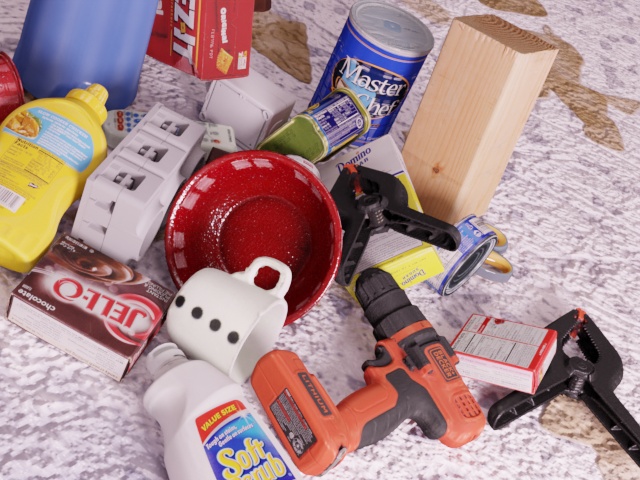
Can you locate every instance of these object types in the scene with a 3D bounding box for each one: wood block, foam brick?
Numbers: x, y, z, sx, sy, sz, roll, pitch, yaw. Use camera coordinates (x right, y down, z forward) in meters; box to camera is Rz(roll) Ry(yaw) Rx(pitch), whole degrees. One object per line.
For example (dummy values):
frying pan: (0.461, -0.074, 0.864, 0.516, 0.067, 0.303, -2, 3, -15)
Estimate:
wood block: (0.162, -0.130, 1.154, 0.091, 0.206, 0.090, 36, 31, 26)
foam brick: (-0.094, -0.045, 1.046, 0.053, 0.051, 0.078, 19, 38, -11)

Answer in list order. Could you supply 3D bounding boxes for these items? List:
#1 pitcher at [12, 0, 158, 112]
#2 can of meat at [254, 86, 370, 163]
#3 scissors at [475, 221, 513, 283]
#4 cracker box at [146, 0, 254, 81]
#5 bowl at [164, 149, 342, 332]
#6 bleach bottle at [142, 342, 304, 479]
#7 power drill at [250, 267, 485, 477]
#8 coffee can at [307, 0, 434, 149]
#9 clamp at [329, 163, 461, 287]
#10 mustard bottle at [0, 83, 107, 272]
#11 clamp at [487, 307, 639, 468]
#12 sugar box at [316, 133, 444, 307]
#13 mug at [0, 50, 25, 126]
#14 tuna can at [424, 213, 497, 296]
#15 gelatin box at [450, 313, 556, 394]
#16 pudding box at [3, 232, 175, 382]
pitcher: (-0.223, -0.263, 1.072, 0.149, 0.243, 0.144, 37, 38, 13)
can of meat: (-0.010, -0.109, 1.131, 0.057, 0.102, 0.083, 56, 43, -2)
scissors: (0.127, -0.020, 1.177, 0.202, 0.016, 0.096, 33, 36, 9)
cracker box: (-0.159, -0.278, 1.140, 0.071, 0.164, 0.214, -15, 32, -38)
bowl: (-0.056, 0.001, 0.965, 0.162, 0.162, 0.055, 33, 4, 9)
bleach bottle: (-0.071, 0.176, 0.793, 0.102, 0.068, 0.251, -8, 47, -37)
power drill: (0.036, 0.112, 0.919, 0.187, 0.057, 0.184, -13, 60, -38)
coffee can: (0.056, -0.191, 1.233, 0.102, 0.140, 0.103, 16, 39, -13)
clamp: (0.061, -0.024, 1.006, 0.120, 0.039, 0.171, -8, 38, -1)
mustard bottle: (-0.243, -0.069, 0.934, 0.096, 0.058, 0.191, 28, 58, 3)
clamp: (0.258, 0.141, 1.039, 0.164, 0.036, 0.209, 21, 35, 8)
sugar box: (0.056, -0.023, 1.078, 0.048, 0.093, 0.176, 57, 13, -41)
mug: (-0.332, -0.127, 0.985, 0.081, 0.093, 0.117, -13, 26, -34)
tuna can: (0.140, 0.016, 1.084, 0.034, 0.086, 0.085, 43, 40, 18)
gelatin box: (0.172, 0.107, 1.016, 0.089, 0.030, 0.073, 11, 31, 25)
pudding box: (-0.189, 0.054, 0.885, 0.113, 0.039, 0.090, 27, 38, 1)
